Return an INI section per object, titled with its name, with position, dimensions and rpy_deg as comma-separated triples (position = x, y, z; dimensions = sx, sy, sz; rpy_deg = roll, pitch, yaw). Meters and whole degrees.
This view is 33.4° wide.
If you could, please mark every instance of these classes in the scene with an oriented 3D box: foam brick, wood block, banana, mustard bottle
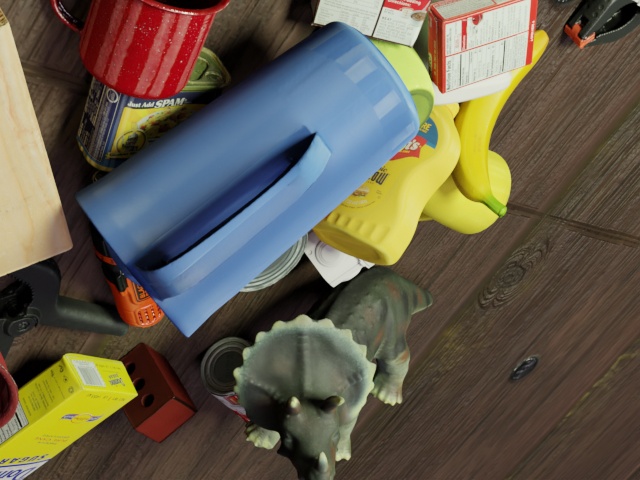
[foam brick]
position = -0.168, 0.150, 1.056
dimensions = 0.053, 0.078, 0.051
rpy_deg = -40, 145, 1
[wood block]
position = -0.242, -0.075, 0.721
dimensions = 0.090, 0.091, 0.206
rpy_deg = -23, 143, -18
[banana]
position = 0.163, -0.116, 1.014
dimensions = 0.037, 0.070, 0.197
rpy_deg = 72, 33, -72
[mustard bottle]
position = 0.074, -0.073, 0.980
dimensions = 0.191, 0.096, 0.058
rpy_deg = -57, 138, -17

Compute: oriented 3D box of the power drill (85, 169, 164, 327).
[power drill]
position = -0.108, -0.019, 0.934
dimensions = 0.187, 0.057, 0.184
rpy_deg = -23, 143, -16

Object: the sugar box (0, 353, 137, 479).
[sugar box]
position = -0.267, 0.174, 0.996
dimensions = 0.176, 0.048, 0.093
rpy_deg = -39, 156, 12

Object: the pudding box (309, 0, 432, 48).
[pudding box]
position = 0.047, -0.213, 0.828
dimensions = 0.090, 0.039, 0.114
rpy_deg = 12, 127, -9

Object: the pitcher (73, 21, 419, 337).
[pitcher]
position = -0.046, -0.048, 0.781
dimensions = 0.242, 0.149, 0.145
rpy_deg = -38, 152, -5

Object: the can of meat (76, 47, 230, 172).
[can of meat]
position = -0.130, -0.102, 0.818
dimensions = 0.101, 0.057, 0.084
rpy_deg = -7, 137, -36

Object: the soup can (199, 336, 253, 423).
[soup can]
position = -0.078, 0.153, 1.144
dimensions = 0.068, 0.068, 0.102
rpy_deg = -37, 145, 0

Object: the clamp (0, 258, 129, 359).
[clamp]
position = -0.267, 0.068, 0.911
dimensions = 0.164, 0.036, 0.210
rpy_deg = -32, 149, -8

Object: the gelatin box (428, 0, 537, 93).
[gelatin box]
position = 0.132, -0.169, 0.879
dimensions = 0.089, 0.030, 0.073
rpy_deg = -19, 138, -11

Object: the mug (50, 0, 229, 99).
[mug]
position = -0.130, -0.156, 0.738
dimensions = 0.117, 0.093, 0.082
rpy_deg = 18, 129, -14
